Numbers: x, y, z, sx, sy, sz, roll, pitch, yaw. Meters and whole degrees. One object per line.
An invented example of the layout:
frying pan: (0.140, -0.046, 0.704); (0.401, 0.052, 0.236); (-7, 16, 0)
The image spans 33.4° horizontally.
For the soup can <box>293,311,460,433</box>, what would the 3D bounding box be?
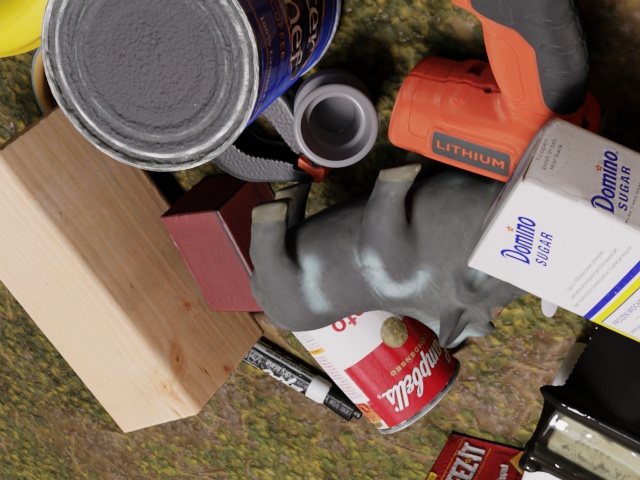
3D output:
soup can: (0.030, 0.061, 0.671); (0.102, 0.068, 0.069); (49, 137, -9)

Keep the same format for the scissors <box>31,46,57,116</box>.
scissors: (-0.165, -0.052, 0.753); (0.096, 0.016, 0.202); (25, 136, 17)

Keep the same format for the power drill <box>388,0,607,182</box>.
power drill: (0.059, -0.107, 0.474); (0.185, 0.057, 0.187); (21, 156, 23)

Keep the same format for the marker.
marker: (-0.022, 0.096, 0.773); (0.121, 0.020, 0.020); (29, 137, 12)

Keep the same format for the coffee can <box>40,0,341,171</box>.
coffee can: (-0.056, -0.105, 0.520); (0.103, 0.140, 0.103); (7, 116, 14)

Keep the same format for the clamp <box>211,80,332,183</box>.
clamp: (-0.065, -0.094, 0.630); (0.171, 0.039, 0.120); (23, 136, 8)

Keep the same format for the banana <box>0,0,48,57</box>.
banana: (-0.185, -0.155, 0.670); (0.198, 0.037, 0.069); (-24, 79, 42)

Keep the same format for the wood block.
wood block: (-0.144, 0.017, 0.714); (0.091, 0.090, 0.206); (-22, 110, 43)

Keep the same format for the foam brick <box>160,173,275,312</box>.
foam brick: (-0.055, 0.001, 0.692); (0.051, 0.052, 0.078); (-6, 120, 39)
